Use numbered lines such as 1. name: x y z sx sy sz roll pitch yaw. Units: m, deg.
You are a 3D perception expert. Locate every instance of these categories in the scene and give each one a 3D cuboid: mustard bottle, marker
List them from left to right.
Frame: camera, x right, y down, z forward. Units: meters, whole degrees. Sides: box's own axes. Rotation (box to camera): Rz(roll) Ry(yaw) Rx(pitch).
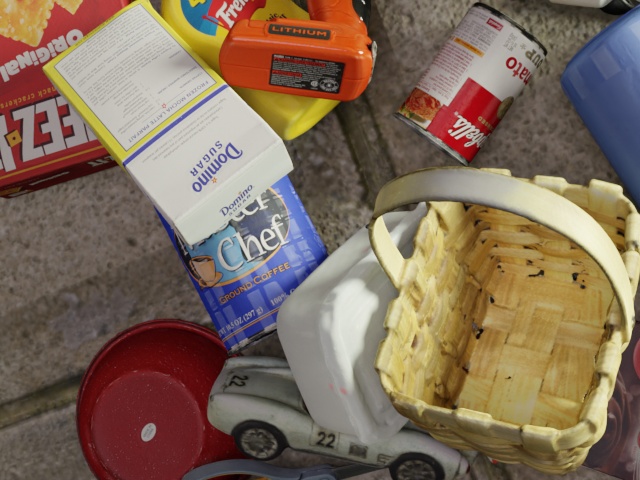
1. mustard bottle: -0.064 -0.167 0.817 0.192 0.058 0.096 41 63 10
2. marker: 0.198 0.025 0.792 0.121 0.020 0.020 -25 85 10

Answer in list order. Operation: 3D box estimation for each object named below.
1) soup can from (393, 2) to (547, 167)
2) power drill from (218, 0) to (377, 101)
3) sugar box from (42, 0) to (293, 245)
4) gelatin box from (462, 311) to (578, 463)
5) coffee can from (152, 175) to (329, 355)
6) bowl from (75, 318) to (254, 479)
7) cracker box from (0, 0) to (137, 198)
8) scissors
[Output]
1. soup can: 0.110 -0.114 0.786 0.068 0.068 0.102 36 96 9
2. power drill: -0.024 -0.196 0.772 0.184 0.057 0.187 7 61 0
3. sugar box: -0.108 -0.085 0.745 0.093 0.048 0.176 -38 65 -8
4. gelatin box: 0.139 0.106 0.778 0.073 0.030 0.089 -27 53 11
5. coffee can: -0.055 0.001 0.800 0.103 0.102 0.140 -29 84 10
6. bowl: -0.127 0.144 0.838 0.162 0.055 0.162 0 90 11
7. cracker box: -0.220 -0.157 0.851 0.164 0.072 0.214 -16 87 11
8. scissors: -0.007 0.196 0.826 0.201 0.016 0.096 0 130 -11
